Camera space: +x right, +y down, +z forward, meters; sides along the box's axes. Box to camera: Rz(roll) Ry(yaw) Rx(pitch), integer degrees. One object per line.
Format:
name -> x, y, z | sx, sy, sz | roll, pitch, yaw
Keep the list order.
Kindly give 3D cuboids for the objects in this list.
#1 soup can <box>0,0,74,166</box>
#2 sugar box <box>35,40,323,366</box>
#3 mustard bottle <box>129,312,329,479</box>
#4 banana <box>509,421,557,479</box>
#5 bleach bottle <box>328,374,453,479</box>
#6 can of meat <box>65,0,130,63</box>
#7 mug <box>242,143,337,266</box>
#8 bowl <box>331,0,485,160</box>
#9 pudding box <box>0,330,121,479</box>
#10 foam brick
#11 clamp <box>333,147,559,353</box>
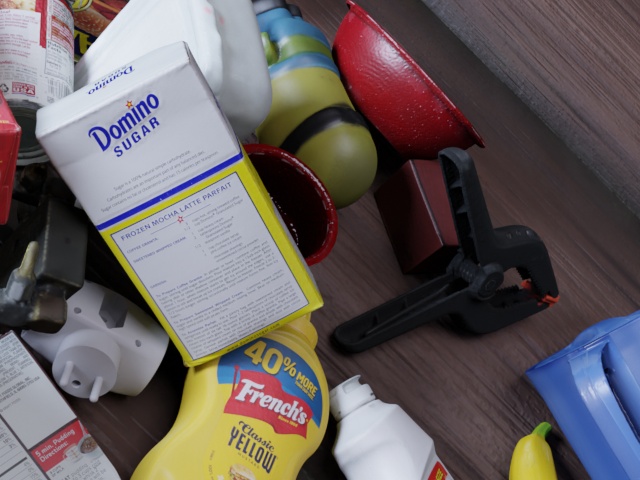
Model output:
soup can -> -0.194, -0.108, 0.689 | 0.068, 0.069, 0.102 | 12, 55, -30
sugar box -> -0.076, -0.017, 0.608 | 0.176, 0.093, 0.048 | 63, 2, -29
mustard bottle -> -0.043, 0.110, 0.662 | 0.096, 0.058, 0.191 | 38, 46, -14
banana -> 0.174, 0.220, 0.764 | 0.069, 0.037, 0.198 | 6, 58, -33
bleach bottle -> 0.073, 0.202, 0.676 | 0.251, 0.068, 0.102 | 59, 25, 13
can of meat -> -0.149, -0.168, 0.750 | 0.102, 0.084, 0.057 | 20, 51, -25
mug -> -0.055, 0.001, 0.709 | 0.093, 0.082, 0.117 | 48, 45, 0
bowl -> 0.058, -0.116, 0.858 | 0.162, 0.055, 0.162 | 46, 6, -7
pudding box -> -0.174, 0.117, 0.575 | 0.113, 0.039, 0.089 | 51, 48, 7
foam brick -> 0.087, -0.018, 0.848 | 0.051, 0.053, 0.078 | -2, 64, -37
clamp -> 0.108, 0.032, 0.805 | 0.209, 0.165, 0.036 | 25, 14, -47
